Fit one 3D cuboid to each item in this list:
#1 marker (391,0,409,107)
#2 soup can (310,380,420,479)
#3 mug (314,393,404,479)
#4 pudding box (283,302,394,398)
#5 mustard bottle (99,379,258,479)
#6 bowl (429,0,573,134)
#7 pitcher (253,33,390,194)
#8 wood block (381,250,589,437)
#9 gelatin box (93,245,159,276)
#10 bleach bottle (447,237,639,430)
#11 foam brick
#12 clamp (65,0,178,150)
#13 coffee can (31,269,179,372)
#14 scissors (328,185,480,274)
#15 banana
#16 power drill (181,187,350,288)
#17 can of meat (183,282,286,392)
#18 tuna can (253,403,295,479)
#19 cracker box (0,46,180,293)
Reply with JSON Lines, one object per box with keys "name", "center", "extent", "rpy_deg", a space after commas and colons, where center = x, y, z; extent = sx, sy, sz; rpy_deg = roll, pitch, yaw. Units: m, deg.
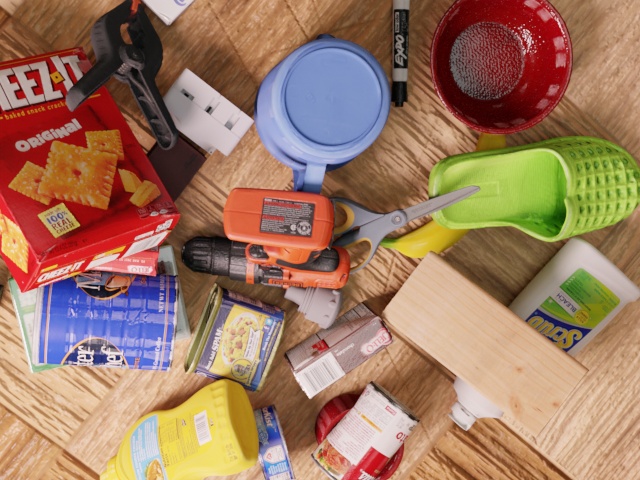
{"name": "marker", "center": [0.088, -0.208, 1.173], "extent": [0.020, 0.020, 0.121], "rpy_deg": [-1, 98, -9]}
{"name": "soup can", "center": [0.047, 0.206, 1.113], "extent": [0.068, 0.068, 0.102], "rpy_deg": [39, 90, -12]}
{"name": "mug", "center": [0.038, 0.231, 1.192], "extent": [0.093, 0.081, 0.117], "rpy_deg": [5, 96, -10]}
{"name": "pudding box", "center": [0.019, 0.118, 1.170], "extent": [0.113, 0.090, 0.039], "rpy_deg": [-32, 100, -3]}
{"name": "mustard bottle", "center": [-0.160, 0.226, 1.149], "extent": [0.192, 0.058, 0.096], "rpy_deg": [-26, 62, 21]}
{"name": "bowl", "center": [0.192, -0.198, 1.173], "extent": [0.162, 0.055, 0.162], "rpy_deg": [-1, 98, -9]}
{"name": "pitcher", "center": [0.001, -0.122, 1.056], "extent": [0.145, 0.243, 0.149], "rpy_deg": [-35, 95, -1]}
{"name": "wood block", "center": [0.178, 0.110, 1.151], "extent": [0.206, 0.090, 0.090], "rpy_deg": [38, 92, 15]}
{"name": "gelatin box", "center": [-0.205, 0.004, 1.117], "extent": [0.073, 0.089, 0.030], "rpy_deg": [6, 115, -10]}
{"name": "bleach bottle", "center": [0.245, 0.120, 1.222], "extent": [0.102, 0.068, 0.251], "rpy_deg": [41, 92, -9]}
{"name": "foam brick", "center": [-0.164, -0.074, 1.134], "extent": [0.053, 0.051, 0.078], "rpy_deg": [39, 90, -13]}
{"name": "clamp", "center": [-0.203, -0.176, 1.068], "extent": [0.039, 0.171, 0.120], "rpy_deg": [-33, 146, 33]}
{"name": "coffee can", "center": [-0.222, 0.081, 1.103], "extent": [0.140, 0.103, 0.103], "rpy_deg": [5, 97, -11]}
{"name": "scissors", "center": [0.067, -0.036, 1.149], "extent": [0.202, 0.016, 0.096], "rpy_deg": [-39, 87, 28]}
{"name": "banana", "center": [0.153, -0.046, 1.197], "extent": [0.069, 0.037, 0.198], "rpy_deg": [43, 89, -13]}
{"name": "power drill", "center": [-0.057, 0.001, 1.092], "extent": [0.184, 0.188, 0.057], "rpy_deg": [4, 74, 0]}
{"name": "can of meat", "center": [-0.092, 0.108, 1.168], "extent": [0.084, 0.057, 0.102], "rpy_deg": [20, 95, -14]}
{"name": "tuna can", "center": [-0.055, 0.226, 1.175], "extent": [0.033, 0.086, 0.086], "rpy_deg": [-16, 100, -6]}
{"name": "cracker box", "center": [-0.258, -0.075, 1.033], "extent": [0.163, 0.072, 0.214], "rpy_deg": [-21, 75, -40]}
